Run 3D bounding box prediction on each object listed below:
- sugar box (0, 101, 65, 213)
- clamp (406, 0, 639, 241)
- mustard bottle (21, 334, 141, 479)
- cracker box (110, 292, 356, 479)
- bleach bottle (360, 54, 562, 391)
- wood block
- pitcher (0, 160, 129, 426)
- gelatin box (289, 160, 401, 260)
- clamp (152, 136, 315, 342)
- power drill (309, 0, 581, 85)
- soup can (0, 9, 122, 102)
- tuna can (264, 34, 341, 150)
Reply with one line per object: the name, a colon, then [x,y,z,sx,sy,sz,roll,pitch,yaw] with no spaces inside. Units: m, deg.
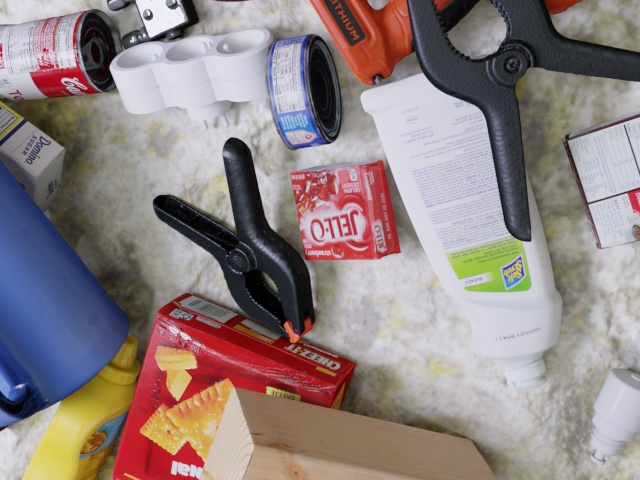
sugar box: [-0.301,-0.093,0.905,0.176,0.048,0.093,34,147,-1]
clamp: [0.127,-0.111,0.733,0.210,0.036,0.165,37,102,-6]
mustard bottle: [-0.204,0.163,0.924,0.058,0.096,0.192,32,108,11]
cracker box: [-0.082,0.174,0.899,0.164,0.072,0.214,22,107,13]
bleach bottle: [0.115,-0.006,0.805,0.103,0.068,0.251,-15,97,20]
wood block: [0.024,0.190,0.806,0.205,0.091,0.090,15,107,-19]
pitcher: [-0.270,0.019,0.838,0.145,0.149,0.242,-41,117,-19]
gelatin box: [0.018,-0.022,0.830,0.089,0.030,0.073,0,103,52]
clamp: [-0.056,0.001,0.865,0.171,0.039,0.120,48,138,2]
power drill: [0.076,-0.212,0.759,0.188,0.057,0.184,-30,96,9]
soup can: [-0.226,-0.152,0.887,0.102,0.068,0.068,-3,99,19]
tuna can: [-0.012,-0.113,0.814,0.034,0.086,0.086,-7,98,18]
